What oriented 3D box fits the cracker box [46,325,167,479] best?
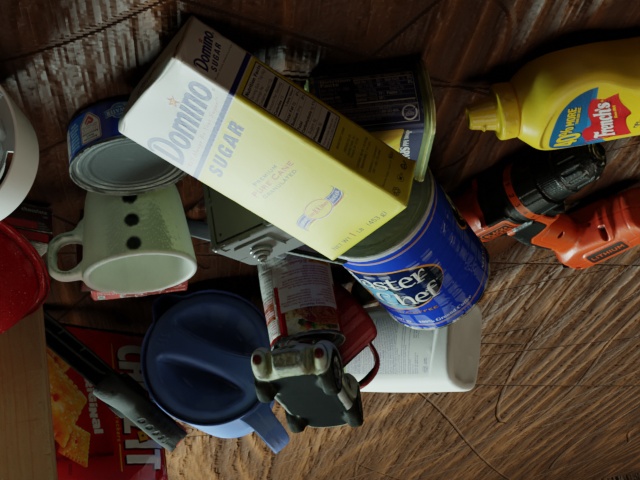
[{"bbox_3d":[-0.262,0.173,1.090,0.072,0.164,0.213,-26,153,37],"label":"cracker box"}]

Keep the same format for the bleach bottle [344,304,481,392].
[{"bbox_3d":[0.049,0.113,1.161,0.251,0.102,0.068,-4,163,37],"label":"bleach bottle"}]

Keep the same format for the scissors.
[{"bbox_3d":[-0.056,0.001,0.854,0.096,0.016,0.202,13,178,-19],"label":"scissors"}]

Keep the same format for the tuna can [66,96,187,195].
[{"bbox_3d":[-0.133,-0.065,0.746,0.086,0.034,0.086,-9,158,-4],"label":"tuna can"}]

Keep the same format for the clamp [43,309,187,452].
[{"bbox_3d":[-0.201,0.144,1.045,0.036,0.165,0.210,-48,142,-11],"label":"clamp"}]

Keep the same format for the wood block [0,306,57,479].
[{"bbox_3d":[-0.278,0.127,0.915,0.090,0.206,0.090,-5,157,-15],"label":"wood block"}]

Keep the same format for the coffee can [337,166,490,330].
[{"bbox_3d":[0.067,-0.001,0.867,0.103,0.103,0.140,-19,145,19],"label":"coffee can"}]

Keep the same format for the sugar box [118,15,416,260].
[{"bbox_3d":[-0.035,-0.061,0.691,0.176,0.048,0.093,29,142,-19],"label":"sugar box"}]

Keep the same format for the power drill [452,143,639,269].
[{"bbox_3d":[0.219,-0.030,0.962,0.187,0.057,0.185,12,152,-38],"label":"power drill"}]

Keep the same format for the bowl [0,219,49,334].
[{"bbox_3d":[-0.285,0.032,0.781,0.162,0.055,0.162,7,141,6],"label":"bowl"}]

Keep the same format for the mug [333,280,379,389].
[{"bbox_3d":[0.012,0.101,1.088,0.081,0.117,0.093,-41,163,-13],"label":"mug"}]

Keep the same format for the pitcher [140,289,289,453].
[{"bbox_3d":[-0.099,0.152,1.132,0.145,0.149,0.243,2,163,2],"label":"pitcher"}]

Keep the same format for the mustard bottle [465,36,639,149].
[{"bbox_3d":[0.200,-0.105,0.768,0.191,0.058,0.096,-10,157,-1],"label":"mustard bottle"}]

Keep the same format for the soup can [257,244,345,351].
[{"bbox_3d":[-0.020,0.049,0.981,0.068,0.102,0.068,-9,158,-4],"label":"soup can"}]

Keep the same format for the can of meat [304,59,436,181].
[{"bbox_3d":[0.032,-0.079,0.758,0.084,0.057,0.102,-7,157,-4],"label":"can of meat"}]
